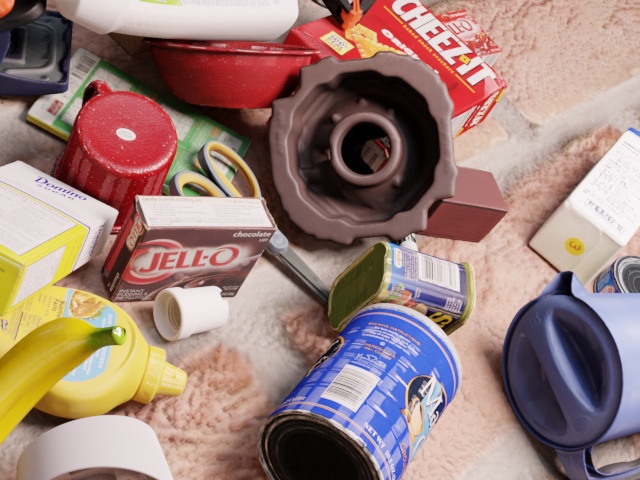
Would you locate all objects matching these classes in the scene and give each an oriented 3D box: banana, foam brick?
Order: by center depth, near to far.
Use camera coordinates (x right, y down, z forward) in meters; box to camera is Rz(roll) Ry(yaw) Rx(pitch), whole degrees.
[{"bbox_3d":[-0.203,0.114,0.658,0.037,0.070,0.197,44,83,-26],"label":"banana"},{"bbox_3d":[0.132,-0.037,1.040,0.078,0.051,0.053,8,48,-26],"label":"foam brick"}]

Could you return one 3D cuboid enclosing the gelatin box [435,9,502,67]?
[{"bbox_3d":[0.158,-0.231,1.244,0.089,0.030,0.073,-19,64,-41],"label":"gelatin box"}]

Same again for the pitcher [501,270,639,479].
[{"bbox_3d":[0.291,0.117,0.956,0.242,0.149,0.145,-1,39,-35],"label":"pitcher"}]

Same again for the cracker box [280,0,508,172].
[{"bbox_3d":[0.075,-0.168,1.106,0.164,0.072,0.213,46,43,12],"label":"cracker box"}]

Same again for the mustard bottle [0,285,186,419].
[{"bbox_3d":[-0.185,0.074,0.742,0.191,0.058,0.096,19,39,-16],"label":"mustard bottle"}]

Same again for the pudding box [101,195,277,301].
[{"bbox_3d":[-0.103,0.006,0.829,0.113,0.090,0.039,-3,54,-34],"label":"pudding box"}]

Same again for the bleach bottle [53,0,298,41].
[{"bbox_3d":[-0.135,-0.222,0.906,0.250,0.068,0.102,-8,76,-44],"label":"bleach bottle"}]

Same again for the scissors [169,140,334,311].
[{"bbox_3d":[-0.056,0.001,0.905,0.096,0.016,0.202,-21,72,-44],"label":"scissors"}]

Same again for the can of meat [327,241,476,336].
[{"bbox_3d":[0.065,0.048,0.881,0.083,0.102,0.057,17,54,-22],"label":"can of meat"}]

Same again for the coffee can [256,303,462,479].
[{"bbox_3d":[0.032,0.127,0.795,0.103,0.103,0.140,39,43,5],"label":"coffee can"}]

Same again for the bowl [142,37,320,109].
[{"bbox_3d":[-0.082,-0.153,0.976,0.162,0.055,0.162,4,13,-1],"label":"bowl"}]

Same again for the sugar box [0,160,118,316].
[{"bbox_3d":[-0.217,-0.006,0.746,0.093,0.048,0.176,27,13,3],"label":"sugar box"}]

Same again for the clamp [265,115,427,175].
[{"bbox_3d":[0.037,-0.095,0.991,0.171,0.120,0.039,27,3,8],"label":"clamp"}]

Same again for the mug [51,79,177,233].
[{"bbox_3d":[-0.166,-0.076,0.856,0.093,0.082,0.117,-9,66,-28],"label":"mug"}]
